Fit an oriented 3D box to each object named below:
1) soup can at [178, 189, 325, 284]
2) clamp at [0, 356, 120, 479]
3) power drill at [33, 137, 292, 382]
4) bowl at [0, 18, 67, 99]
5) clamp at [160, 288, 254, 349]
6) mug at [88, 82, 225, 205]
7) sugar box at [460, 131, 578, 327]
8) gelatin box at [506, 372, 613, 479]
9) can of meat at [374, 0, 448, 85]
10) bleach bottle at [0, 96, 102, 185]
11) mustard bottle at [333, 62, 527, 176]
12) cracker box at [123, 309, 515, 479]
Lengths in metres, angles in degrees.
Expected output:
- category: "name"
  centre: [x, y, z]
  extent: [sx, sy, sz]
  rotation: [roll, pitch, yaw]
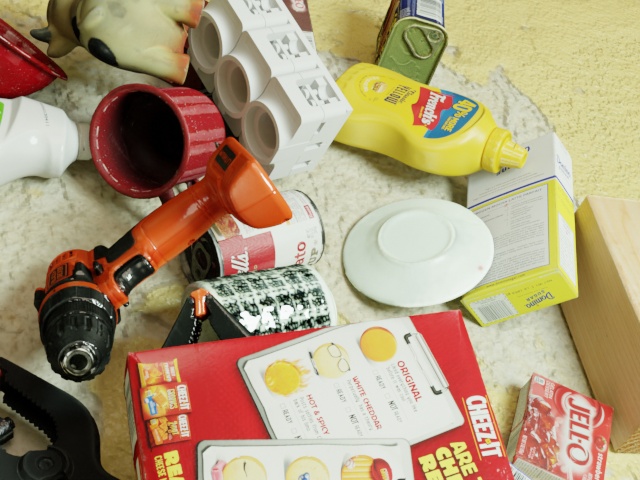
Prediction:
- category: "soup can"
  centre: [-0.056, 0.001, 0.864]
  extent: [0.102, 0.069, 0.068]
  rotation: [-17, 57, -33]
- category: "clamp"
  centre: [-0.178, 0.156, 0.660]
  extent: [0.164, 0.036, 0.210]
  rotation: [-20, 53, -39]
- category: "power drill"
  centre: [-0.113, 0.010, 0.736]
  extent: [0.187, 0.057, 0.184]
  rotation: [-34, 22, -2]
- category: "bowl"
  centre: [-0.294, -0.167, 0.898]
  extent: [0.162, 0.055, 0.162]
  rotation: [39, 3, -3]
- category: "clamp"
  centre: [-0.078, 0.121, 0.716]
  extent: [0.120, 0.039, 0.171]
  rotation: [-16, 75, -7]
- category: "mug"
  centre: [-0.127, -0.074, 0.887]
  extent: [0.081, 0.093, 0.117]
  rotation: [-25, 95, -66]
- category: "sugar box"
  centre: [0.177, -0.012, 0.948]
  extent: [0.048, 0.093, 0.176]
  rotation: [50, 35, -30]
- category: "gelatin box"
  centre: [0.190, 0.156, 0.844]
  extent: [0.073, 0.030, 0.089]
  rotation: [25, 46, 1]
- category: "can of meat"
  centre: [0.090, -0.204, 1.082]
  extent: [0.057, 0.102, 0.084]
  rotation: [15, 44, -8]
- category: "bleach bottle"
  centre: [-0.297, -0.073, 0.841]
  extent: [0.250, 0.068, 0.102]
  rotation: [-2, 46, -25]
- category: "mustard bottle"
  centre: [0.101, -0.105, 0.993]
  extent: [0.192, 0.058, 0.096]
  rotation: [22, 44, 22]
- category: "cracker box"
  centre: [-0.001, 0.139, 0.637]
  extent: [0.213, 0.072, 0.164]
  rotation: [-6, 61, -15]
